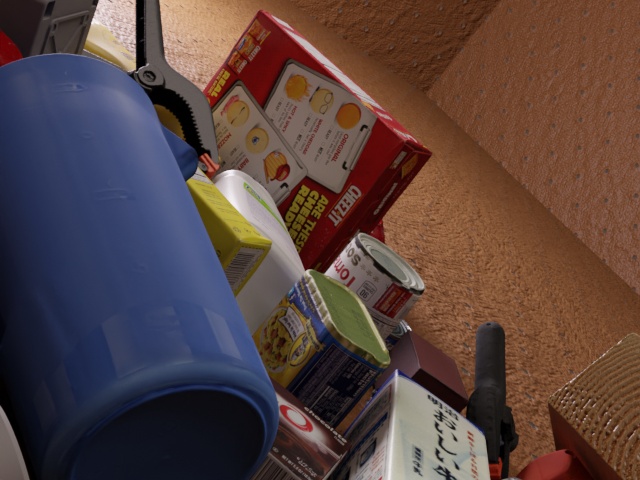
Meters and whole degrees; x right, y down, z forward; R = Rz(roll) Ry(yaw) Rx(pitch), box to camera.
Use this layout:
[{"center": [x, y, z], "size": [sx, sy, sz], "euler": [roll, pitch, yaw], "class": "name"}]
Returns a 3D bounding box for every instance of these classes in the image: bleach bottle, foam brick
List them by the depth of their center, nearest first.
[{"center": [0.079, 0.117, 0.854], "size": [0.051, 0.053, 0.078], "euler": [36, 15, -13], "class": "foam brick"}, {"center": [-0.056, 0.001, 0.860], "size": [0.102, 0.068, 0.251], "euler": [51, 6, -14], "class": "bleach bottle"}]

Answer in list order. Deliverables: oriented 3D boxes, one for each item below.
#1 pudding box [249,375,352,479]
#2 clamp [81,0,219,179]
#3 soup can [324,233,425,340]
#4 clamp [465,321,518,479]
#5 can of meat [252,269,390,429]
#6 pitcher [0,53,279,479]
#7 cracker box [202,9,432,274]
[{"center": [-0.044, 0.105, 0.611], "size": [0.113, 0.039, 0.090], "euler": [40, 14, 8], "class": "pudding box"}, {"center": [-0.152, -0.141, 0.935], "size": [0.210, 0.036, 0.164], "euler": [47, 50, 3], "class": "clamp"}, {"center": [0.023, 0.054, 0.809], "size": [0.068, 0.102, 0.068], "euler": [36, 15, -11], "class": "soup can"}, {"center": [0.138, 0.138, 0.866], "size": [0.171, 0.039, 0.120], "euler": [-32, 110, -75], "class": "clamp"}, {"center": [-0.007, 0.078, 0.698], "size": [0.057, 0.084, 0.102], "euler": [31, 16, -27], "class": "can of meat"}, {"center": [-0.121, 0.022, 0.532], "size": [0.145, 0.149, 0.243], "euler": [46, 8, -45], "class": "pitcher"}, {"center": [-0.024, -0.088, 1.010], "size": [0.214, 0.164, 0.072], "euler": [46, 18, 27], "class": "cracker box"}]
